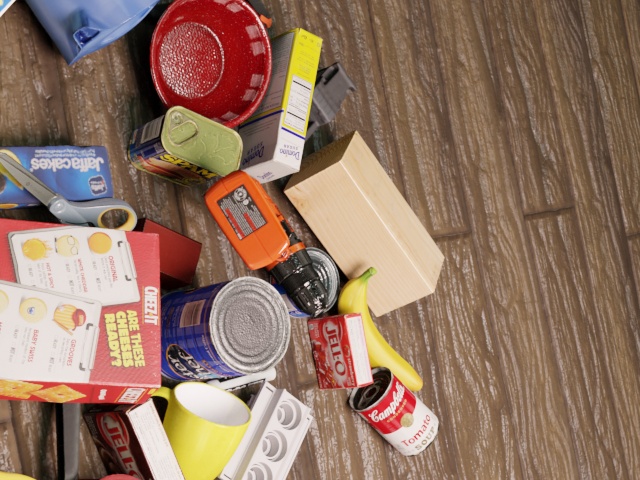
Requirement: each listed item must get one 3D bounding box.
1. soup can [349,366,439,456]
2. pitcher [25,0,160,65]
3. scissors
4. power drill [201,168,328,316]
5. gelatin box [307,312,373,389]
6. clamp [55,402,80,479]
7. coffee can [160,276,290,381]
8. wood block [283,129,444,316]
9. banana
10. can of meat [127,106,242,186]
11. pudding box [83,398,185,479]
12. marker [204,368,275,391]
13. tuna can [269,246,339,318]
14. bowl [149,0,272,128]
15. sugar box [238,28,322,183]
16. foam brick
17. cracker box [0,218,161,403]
[{"bbox_3d":[0.094,0.217,1.345,0.102,0.069,0.068,46,57,-23],"label":"soup can"},{"bbox_3d":[-0.277,-0.319,1.120,0.144,0.149,0.243,-40,104,-21],"label":"pitcher"},{"bbox_3d":[-0.246,-0.042,1.071,0.096,0.016,0.202,-32,144,-14],"label":"scissors"},{"bbox_3d":[-0.058,0.001,1.185,0.057,0.187,0.184,-35,80,1],"label":"power drill"},{"bbox_3d":[0.023,0.135,1.300,0.030,0.073,0.089,-8,87,-40],"label":"gelatin box"},{"bbox_3d":[-0.276,0.119,1.082,0.164,0.036,0.209,35,57,-18],"label":"clamp"},{"bbox_3d":[-0.114,0.098,1.152,0.102,0.141,0.103,9,76,-38],"label":"coffee can"},{"bbox_3d":[0.057,-0.020,1.332,0.206,0.091,0.090,53,31,-18],"label":"wood block"},{"bbox_3d":[0.067,0.119,1.341,0.037,0.070,0.197,-57,133,-42],"label":"banana"},{"bbox_3d":[-0.153,-0.102,1.195,0.101,0.084,0.057,22,69,-34],"label":"can of meat"},{"bbox_3d":[-0.190,0.220,1.101,0.039,0.090,0.113,-30,101,-39],"label":"pudding box"},{"bbox_3d":[-0.104,0.164,1.227,0.120,0.020,0.020,-10,88,-40],"label":"marker"},{"bbox_3d":[-0.018,0.051,1.308,0.085,0.034,0.086,8,76,-38],"label":"tuna can"},{"bbox_3d":[-0.136,-0.208,1.233,0.161,0.055,0.162,-6,101,-35],"label":"bowl"},{"bbox_3d":[-0.053,-0.160,1.283,0.048,0.094,0.176,19,71,-35],"label":"sugar box"},{"bbox_3d":[-0.179,0.016,1.173,0.078,0.053,0.051,27,66,-33],"label":"foam brick"},{"bbox_3d":[-0.267,0.069,1.031,0.213,0.072,0.164,6,65,-22],"label":"cracker box"}]
